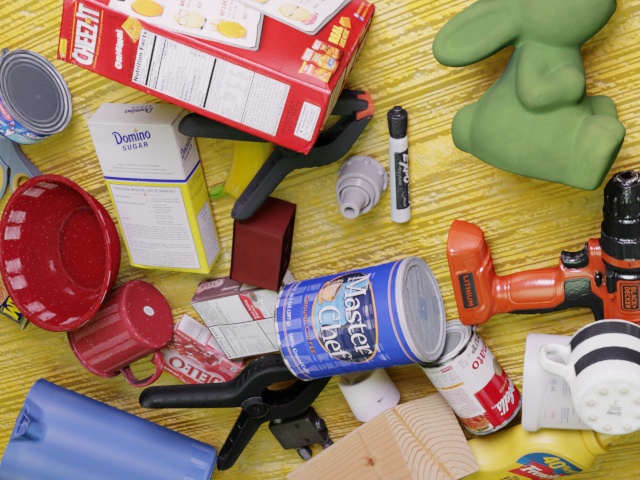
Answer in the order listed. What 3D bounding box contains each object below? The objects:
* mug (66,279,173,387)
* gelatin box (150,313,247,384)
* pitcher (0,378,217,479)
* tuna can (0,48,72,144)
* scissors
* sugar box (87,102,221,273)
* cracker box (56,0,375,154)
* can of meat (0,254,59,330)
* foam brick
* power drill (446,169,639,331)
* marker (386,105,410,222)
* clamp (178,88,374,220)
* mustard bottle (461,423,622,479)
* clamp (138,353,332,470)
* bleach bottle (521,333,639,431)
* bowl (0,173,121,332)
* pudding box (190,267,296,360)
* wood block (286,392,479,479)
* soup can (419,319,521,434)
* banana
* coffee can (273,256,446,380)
[{"bbox_3d":[-0.210,0.104,1.164,0.082,0.093,0.117,-27,87,29],"label":"mug"},{"bbox_3d":[-0.137,0.133,1.207,0.089,0.030,0.073,34,131,-9],"label":"gelatin box"},{"bbox_3d":[-0.254,0.268,1.304,0.243,0.149,0.145,19,116,0],"label":"pitcher"},{"bbox_3d":[-0.278,-0.134,1.004,0.034,0.086,0.086,-22,118,33],"label":"tuna can"},{"bbox_3d":[-0.306,-0.099,1.088,0.096,0.016,0.202,29,131,-8],"label":"scissors"},{"bbox_3d":[-0.161,-0.051,1.059,0.093,0.048,0.176,4,125,18],"label":"sugar box"},{"bbox_3d":[-0.079,-0.168,0.857,0.213,0.164,0.072,21,129,2],"label":"cracker box"},{"bbox_3d":[-0.342,0.037,1.184,0.084,0.057,0.102,32,130,-4],"label":"can of meat"},{"bbox_3d":[-0.057,0.001,1.059,0.051,0.053,0.078,14,132,8],"label":"foam brick"},{"bbox_3d":[0.213,0.018,0.975,0.188,0.057,0.184,0,127,19],"label":"power drill"},{"bbox_3d":[0.072,-0.070,0.979,0.020,0.020,0.121,6,129,14],"label":"marker"},{"bbox_3d":[-0.030,-0.083,0.962,0.171,0.039,0.120,-14,134,6],"label":"clamp"},{"bbox_3d":[0.230,0.225,1.131,0.192,0.058,0.096,-26,136,32],"label":"mustard bottle"},{"bbox_3d":[-0.082,0.171,1.175,0.210,0.036,0.164,-33,130,19],"label":"clamp"},{"bbox_3d":[0.326,0.147,1.039,0.251,0.068,0.102,3,129,14],"label":"bleach bottle"},{"bbox_3d":[-0.258,0.011,1.099,0.162,0.055,0.162,4,97,32],"label":"bowl"},{"bbox_3d":[-0.069,0.078,1.134,0.114,0.039,0.090,-11,125,29],"label":"pudding box"},{"bbox_3d":[0.062,0.252,1.158,0.206,0.090,0.091,-43,64,46],"label":"wood block"},{"bbox_3d":[0.151,0.138,1.088,0.069,0.068,0.102,-22,117,32],"label":"soup can"},{"bbox_3d":[-0.077,-0.107,0.989,0.070,0.037,0.198,9,130,9],"label":"banana"},{"bbox_3d":[0.040,0.079,1.054,0.140,0.102,0.102,-13,122,27],"label":"coffee can"}]
